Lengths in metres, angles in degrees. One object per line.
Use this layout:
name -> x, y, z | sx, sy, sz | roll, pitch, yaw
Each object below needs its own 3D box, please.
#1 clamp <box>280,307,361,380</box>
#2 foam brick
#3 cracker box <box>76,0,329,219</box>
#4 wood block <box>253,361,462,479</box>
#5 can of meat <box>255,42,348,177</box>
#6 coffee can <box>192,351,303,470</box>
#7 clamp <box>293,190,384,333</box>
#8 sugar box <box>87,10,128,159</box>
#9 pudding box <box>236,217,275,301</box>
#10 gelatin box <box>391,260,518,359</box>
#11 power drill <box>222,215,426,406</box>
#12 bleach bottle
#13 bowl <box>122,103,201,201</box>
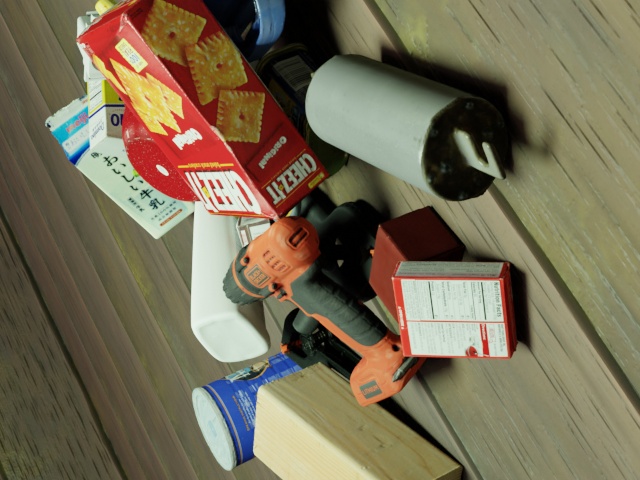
clamp -> -0.003, 0.098, 1.163 | 0.172, 0.039, 0.120 | -5, 99, 60
foam brick -> 0.078, 0.021, 0.886 | 0.051, 0.052, 0.078 | 53, 152, 33
cracker box -> -0.110, -0.119, 0.937 | 0.213, 0.072, 0.164 | 54, 161, -19
wood block -> 0.031, 0.219, 1.064 | 0.206, 0.090, 0.091 | 33, 128, 41
can of meat -> -0.015, -0.114, 0.974 | 0.084, 0.057, 0.102 | 51, 153, 32
coffee can -> -0.066, 0.195, 1.259 | 0.103, 0.140, 0.103 | 49, 151, 39
clamp -> 0.014, 0.002, 1.025 | 0.210, 0.036, 0.164 | -18, 81, 63
sugar box -> -0.231, -0.184, 1.280 | 0.048, 0.093, 0.176 | -31, 60, 42
pudding box -> -0.058, 0.001, 1.142 | 0.113, 0.039, 0.090 | -83, -20, -68
gelatin box -> 0.104, 0.053, 0.824 | 0.089, 0.030, 0.073 | -1, 118, 20
power drill -> -0.002, 0.069, 0.979 | 0.187, 0.057, 0.185 | 42, 155, -4
bleach bottle -> -0.104, 0.002, 1.191 | 0.102, 0.068, 0.251 | 59, -160, -52
bowl -> -0.146, -0.090, 1.094 | 0.162, 0.055, 0.162 | 24, 150, 15
